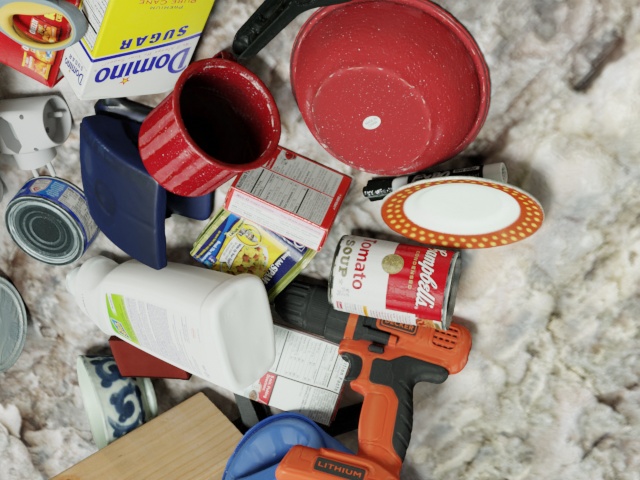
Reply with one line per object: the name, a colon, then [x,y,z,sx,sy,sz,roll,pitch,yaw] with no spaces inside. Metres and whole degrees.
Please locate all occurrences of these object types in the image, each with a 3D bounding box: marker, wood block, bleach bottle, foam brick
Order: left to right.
wood block: [-0.176,0.251,1.061,0.090,0.205,0.091,41,139,27]
bleach bottle: [-0.152,0.057,0.977,0.251,0.068,0.102,15,126,41]
foam brick: [-0.162,0.102,1.066,0.078,0.053,0.051,-1,127,20]
marker: [0.091,-0.047,0.868,0.121,0.020,0.020,-6,125,26]

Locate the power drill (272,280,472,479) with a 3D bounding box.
power drill: [0.025,0.131,0.930,0.184,0.187,0.057,15,153,10]

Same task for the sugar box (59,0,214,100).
sugar box: [-0.125,-0.182,0.791,0.048,0.093,0.176,55,138,27]

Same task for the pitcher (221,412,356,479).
pitcher: [0.029,0.275,1.043,0.145,0.149,0.242,-42,130,11]

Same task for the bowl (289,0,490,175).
bowl: [0.045,-0.106,0.814,0.162,0.055,0.162,11,131,13]

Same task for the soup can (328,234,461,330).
soup can: [0.064,0.035,0.912,0.102,0.068,0.068,10,130,14]

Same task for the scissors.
scissors: [-0.264,-0.190,0.795,0.202,0.016,0.096,15,125,18]

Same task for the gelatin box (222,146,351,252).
gelatin box: [-0.027,-0.038,0.884,0.089,0.073,0.030,23,133,1]

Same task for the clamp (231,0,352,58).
clamp: [-0.016,-0.183,0.768,0.171,0.039,0.120,-12,163,11]

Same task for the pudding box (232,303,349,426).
pudding box: [-0.028,0.116,1.017,0.113,0.039,0.090,18,112,1]

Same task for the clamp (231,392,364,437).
clamp: [-0.041,0.204,1.112,0.164,0.036,0.210,21,128,6]

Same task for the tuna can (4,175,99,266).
tuna can: [-0.256,-0.017,1.016,0.086,0.033,0.086,11,130,13]

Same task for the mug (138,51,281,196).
mug: [-0.090,-0.095,0.839,0.093,0.117,0.082,18,153,-28]

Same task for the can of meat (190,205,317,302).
can of meat: [-0.056,0.001,0.940,0.084,0.057,0.102,37,131,-9]

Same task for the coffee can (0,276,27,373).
coffee can: [-0.394,0.091,1.113,0.140,0.102,0.103,-6,125,25]
